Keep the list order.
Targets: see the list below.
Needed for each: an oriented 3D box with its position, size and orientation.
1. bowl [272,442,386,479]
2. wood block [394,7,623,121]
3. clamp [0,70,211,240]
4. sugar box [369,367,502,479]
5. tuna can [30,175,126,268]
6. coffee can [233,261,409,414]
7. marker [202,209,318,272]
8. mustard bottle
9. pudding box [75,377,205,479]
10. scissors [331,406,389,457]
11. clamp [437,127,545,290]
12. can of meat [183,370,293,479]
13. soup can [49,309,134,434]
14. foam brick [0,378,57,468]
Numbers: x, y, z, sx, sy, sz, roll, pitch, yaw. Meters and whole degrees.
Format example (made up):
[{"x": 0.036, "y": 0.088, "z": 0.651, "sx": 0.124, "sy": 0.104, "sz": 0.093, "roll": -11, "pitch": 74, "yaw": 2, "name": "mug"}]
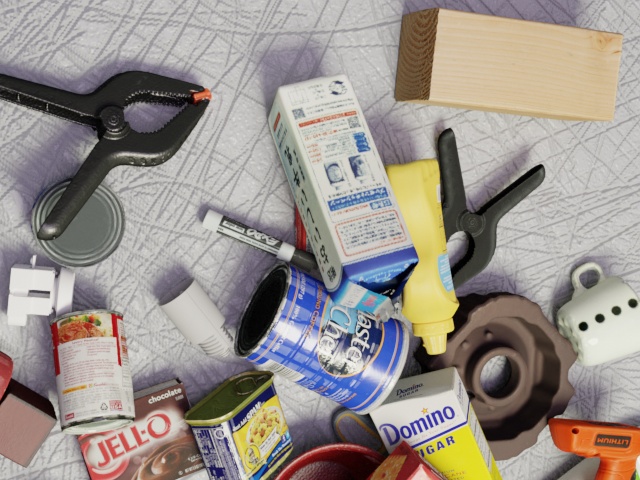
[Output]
[{"x": 0.008, "y": 0.277, "z": 1.090, "sx": 0.162, "sy": 0.055, "sz": 0.162, "roll": -2, "pitch": 99, "yaw": -16, "name": "bowl"}, {"x": 0.190, "y": -0.176, "z": 1.085, "sx": 0.205, "sy": 0.090, "sz": 0.091, "roll": 3, "pitch": 95, "yaw": -19, "name": "wood block"}, {"x": -0.194, "y": -0.093, "z": 0.977, "sx": 0.209, "sy": 0.036, "sz": 0.164, "roll": -13, "pitch": 78, "yaw": -24, "name": "clamp"}, {"x": 0.123, "y": 0.218, "z": 1.086, "sx": 0.093, "sy": 0.048, "sz": 0.176, "roll": -17, "pitch": 117, "yaw": 20, "name": "sugar box"}, {"x": -0.226, "y": -0.018, "z": 0.995, "sx": 0.086, "sy": 0.034, "sz": 0.086, "roll": -2, "pitch": 96, "yaw": -18, "name": "tuna can"}, {"x": 0.001, "y": 0.096, "z": 1.045, "sx": 0.140, "sy": 0.103, "sz": 0.103, "roll": 28, "pitch": 87, "yaw": -19, "name": "coffee can"}, {"x": -0.057, "y": 0.001, "z": 1.043, "sx": 0.121, "sy": 0.020, "sz": 0.020, "roll": 23, "pitch": 88, "yaw": -2, "name": "marker"}, {"x": 0.101, "y": 0.017, "z": 1.054, "sx": 0.058, "sy": 0.096, "sz": 0.191, "roll": -9, "pitch": 93, "yaw": 10, "name": "mustard bottle"}, {"x": -0.174, "y": 0.194, "z": 1.032, "sx": 0.113, "sy": 0.039, "sz": 0.090, "roll": -20, "pitch": 100, "yaw": -16, "name": "pudding box"}, {"x": 0.104, "y": 0.216, "z": 1.137, "sx": 0.201, "sy": 0.016, "sz": 0.096, "roll": 29, "pitch": 89, "yaw": -18, "name": "scissors"}, {"x": 0.165, "y": -0.023, "z": 1.117, "sx": 0.120, "sy": 0.039, "sz": 0.171, "roll": 12, "pitch": 98, "yaw": -3, "name": "clamp"}, {"x": -0.076, "y": 0.186, "z": 1.037, "sx": 0.101, "sy": 0.058, "sz": 0.084, "roll": -36, "pitch": 113, "yaw": -51, "name": "can of meat"}, {"x": -0.209, "y": 0.121, "z": 0.979, "sx": 0.068, "sy": 0.069, "sz": 0.102, "roll": -5, "pitch": 73, "yaw": -18, "name": "soup can"}, {"x": -0.278, "y": 0.164, "z": 0.975, "sx": 0.051, "sy": 0.078, "sz": 0.053, "roll": 34, "pitch": 83, "yaw": -18, "name": "foam brick"}]
